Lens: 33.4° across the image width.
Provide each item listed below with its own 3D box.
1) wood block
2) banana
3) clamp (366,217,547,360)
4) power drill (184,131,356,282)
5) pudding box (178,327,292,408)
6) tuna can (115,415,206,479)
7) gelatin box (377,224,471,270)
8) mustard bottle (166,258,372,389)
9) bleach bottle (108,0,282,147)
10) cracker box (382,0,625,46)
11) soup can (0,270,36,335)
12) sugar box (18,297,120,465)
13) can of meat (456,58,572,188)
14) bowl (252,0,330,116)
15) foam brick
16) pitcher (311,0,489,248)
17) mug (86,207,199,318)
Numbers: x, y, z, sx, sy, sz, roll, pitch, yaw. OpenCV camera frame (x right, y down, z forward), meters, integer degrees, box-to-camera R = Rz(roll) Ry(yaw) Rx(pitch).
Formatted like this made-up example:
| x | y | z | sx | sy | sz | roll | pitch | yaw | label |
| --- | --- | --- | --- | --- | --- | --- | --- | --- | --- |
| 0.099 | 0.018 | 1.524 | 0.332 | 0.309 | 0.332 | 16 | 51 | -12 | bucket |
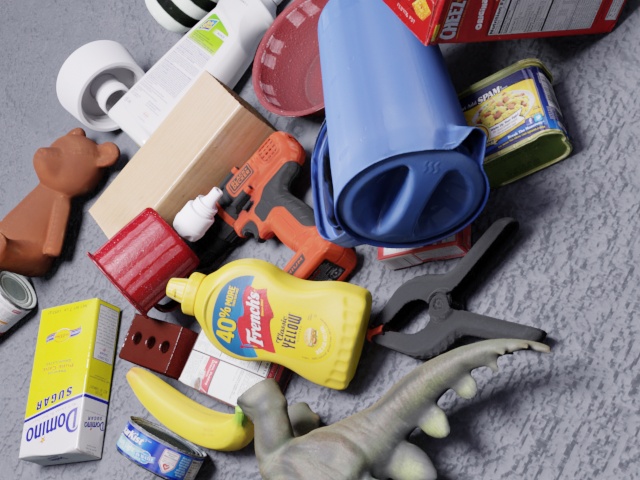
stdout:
| x | y | z | sx | sy | sz | roll | pitch | yaw | label |
| --- | --- | --- | --- | --- | --- | --- | --- | --- | --- |
| -0.147 | -0.071 | 1.185 | 0.206 | 0.090 | 0.091 | -50 | 48 | 6 | wood block |
| -0.123 | 0.171 | 1.063 | 0.198 | 0.037 | 0.069 | 6 | 113 | 46 | banana |
| 0.118 | 0.050 | 0.958 | 0.172 | 0.039 | 0.120 | -15 | 58 | 31 | clamp |
| -0.057 | 0.001 | 1.101 | 0.185 | 0.057 | 0.188 | -50 | 49 | 16 | power drill |
| -0.080 | 0.122 | 1.071 | 0.114 | 0.039 | 0.090 | 16 | 77 | 39 | pudding box |
| -0.158 | 0.208 | 1.053 | 0.086 | 0.086 | 0.034 | 23 | 84 | 42 | tuna can |
| 0.100 | -0.016 | 1.012 | 0.089 | 0.030 | 0.073 | -13 | 59 | 31 | gelatin box |
| -0.053 | 0.069 | 1.001 | 0.192 | 0.058 | 0.096 | 15 | 107 | 11 | mustard bottle |
| -0.130 | -0.206 | 1.251 | 0.251 | 0.068 | 0.103 | -47 | 56 | -3 | bleach bottle |
| 0.151 | -0.250 | 0.981 | 0.164 | 0.213 | 0.072 | 55 | 144 | 40 | cracker box |
| -0.409 | 0.087 | 1.315 | 0.102 | 0.068 | 0.068 | -38 | 50 | 15 | soup can |
| -0.281 | 0.159 | 1.197 | 0.093 | 0.048 | 0.176 | -14 | 59 | 31 | sugar box |
| 0.174 | -0.105 | 0.985 | 0.102 | 0.057 | 0.084 | -25 | 56 | 24 | can of meat |
| 0.005 | -0.194 | 1.157 | 0.162 | 0.055 | 0.162 | -17 | 58 | 30 | bowl |
| -0.163 | 0.115 | 1.127 | 0.078 | 0.051 | 0.053 | 10 | 74 | 39 | foam brick |
| 0.056 | -0.117 | 0.978 | 0.149 | 0.145 | 0.243 | -8 | 53 | -1 | pitcher |
| -0.174 | 0.028 | 1.108 | 0.081 | 0.117 | 0.093 | -42 | 36 | -7 | mug |
